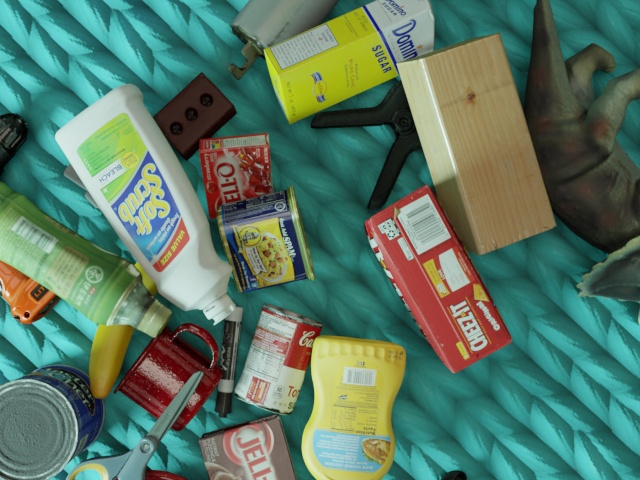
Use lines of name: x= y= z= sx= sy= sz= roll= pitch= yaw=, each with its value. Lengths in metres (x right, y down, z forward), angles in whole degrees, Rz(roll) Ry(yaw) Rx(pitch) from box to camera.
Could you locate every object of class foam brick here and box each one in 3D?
foam brick: x=-0.136 y=-0.132 z=1.144 sx=0.078 sy=0.051 sz=0.053 roll=-44 pitch=90 yaw=-1

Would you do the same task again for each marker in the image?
marker: x=-0.100 y=0.132 z=1.156 sx=0.020 sy=0.020 sz=0.121 roll=6 pitch=89 yaw=-1

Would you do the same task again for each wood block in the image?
wood block: x=0.161 y=-0.100 z=1.105 sx=0.090 sy=0.090 sz=0.206 roll=-20 pitch=100 yaw=-9

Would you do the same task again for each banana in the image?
banana: x=-0.196 y=0.072 z=1.135 sx=0.198 sy=0.070 sz=0.037 roll=-55 pitch=134 yaw=-5

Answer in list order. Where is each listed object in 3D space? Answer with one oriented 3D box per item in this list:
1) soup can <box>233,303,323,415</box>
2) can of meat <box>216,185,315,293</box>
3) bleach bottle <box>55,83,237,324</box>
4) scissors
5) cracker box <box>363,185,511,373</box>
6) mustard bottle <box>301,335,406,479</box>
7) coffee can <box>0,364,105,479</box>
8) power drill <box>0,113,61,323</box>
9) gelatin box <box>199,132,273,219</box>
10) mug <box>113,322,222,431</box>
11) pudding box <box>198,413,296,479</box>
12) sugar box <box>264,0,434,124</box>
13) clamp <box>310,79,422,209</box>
soup can: x=-0.045 y=0.126 z=1.133 sx=0.068 sy=0.068 sz=0.102 roll=19 pitch=89 yaw=0
can of meat: x=-0.057 y=0.001 z=1.127 sx=0.084 sy=0.057 sz=0.102 roll=-13 pitch=119 yaw=1
bleach bottle: x=-0.161 y=-0.029 z=1.091 sx=0.102 sy=0.068 sz=0.251 roll=-35 pitch=89 yaw=6
scissors: x=-0.196 y=0.208 z=1.085 sx=0.096 sy=0.016 sz=0.202 roll=21 pitch=97 yaw=5
cracker box: x=0.109 y=0.036 z=1.063 sx=0.072 sy=0.213 sz=0.164 roll=-29 pitch=89 yaw=0
mustard bottle: x=0.031 y=0.197 z=1.102 sx=0.096 sy=0.058 sz=0.191 roll=7 pitch=89 yaw=-5
coffee can: x=-0.284 y=0.185 z=1.093 sx=0.103 sy=0.140 sz=0.103 roll=0 pitch=89 yaw=-1
power drill: x=-0.332 y=-0.018 z=1.139 sx=0.187 sy=0.057 sz=0.184 roll=42 pitch=89 yaw=2
gelatin box: x=-0.088 y=-0.067 z=1.132 sx=0.073 sy=0.030 sz=0.089 roll=-5 pitch=127 yaw=-2
mug: x=-0.150 y=0.137 z=1.118 sx=0.081 sy=0.093 sz=0.117 roll=37 pitch=109 yaw=-5
pudding box: x=-0.072 y=0.252 z=1.145 sx=0.090 sy=0.039 sz=0.113 roll=-16 pitch=89 yaw=-1
sugar box: x=0.034 y=-0.194 z=1.116 sx=0.176 sy=0.093 sz=0.048 roll=-23 pitch=64 yaw=-5
clamp: x=0.088 y=-0.114 z=1.154 sx=0.171 sy=0.039 sz=0.120 roll=-26 pitch=99 yaw=-1
